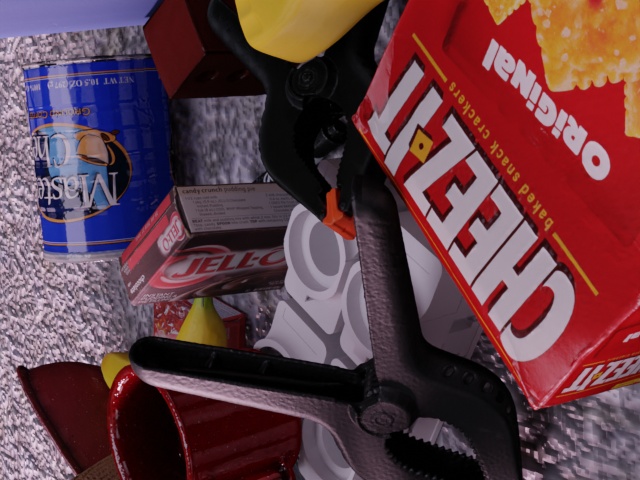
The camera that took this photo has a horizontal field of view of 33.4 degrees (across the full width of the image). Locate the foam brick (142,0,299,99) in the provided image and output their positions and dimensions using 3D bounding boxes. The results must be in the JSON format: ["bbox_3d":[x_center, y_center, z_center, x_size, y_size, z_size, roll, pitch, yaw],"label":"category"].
[{"bbox_3d":[-0.058,-0.122,0.654,0.053,0.078,0.051,-37,68,50],"label":"foam brick"}]

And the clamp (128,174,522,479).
[{"bbox_3d":[0.020,0.076,0.525,0.165,0.036,0.210,-29,119,27],"label":"clamp"}]

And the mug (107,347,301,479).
[{"bbox_3d":[-0.058,0.114,0.606,0.117,0.081,0.093,40,128,40],"label":"mug"}]

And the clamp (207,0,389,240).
[{"bbox_3d":[0.008,-0.088,0.561,0.120,0.039,0.171,-30,64,24],"label":"clamp"}]

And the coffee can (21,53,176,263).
[{"bbox_3d":[-0.157,-0.061,0.776,0.103,0.102,0.140,5,102,52],"label":"coffee can"}]

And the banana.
[{"bbox_3d":[-0.110,0.087,0.759,0.198,0.037,0.069,-36,52,50],"label":"banana"}]

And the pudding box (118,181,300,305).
[{"bbox_3d":[-0.054,0.001,0.649,0.090,0.113,0.039,-43,62,48],"label":"pudding box"}]

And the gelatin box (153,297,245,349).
[{"bbox_3d":[-0.090,0.077,0.783,0.089,0.030,0.073,24,117,48],"label":"gelatin box"}]

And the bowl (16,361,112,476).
[{"bbox_3d":[-0.176,0.153,0.859,0.162,0.055,0.162,54,170,13],"label":"bowl"}]

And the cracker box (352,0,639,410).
[{"bbox_3d":[0.105,-0.066,0.384,0.164,0.072,0.214,61,144,30],"label":"cracker box"}]

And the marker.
[{"bbox_3d":[-0.020,-0.045,0.671,0.121,0.020,0.020,-36,70,50],"label":"marker"}]
